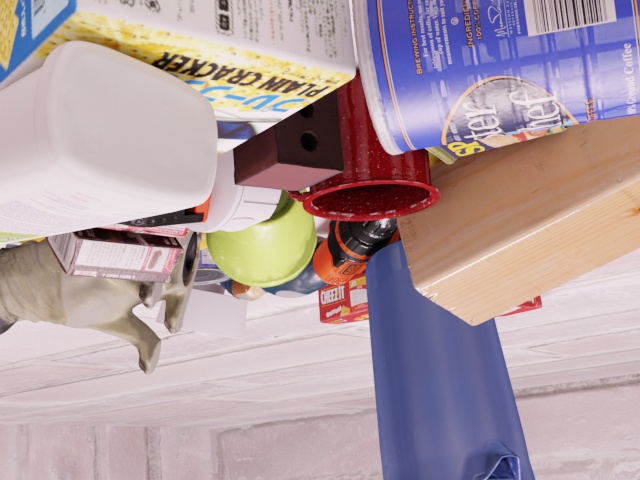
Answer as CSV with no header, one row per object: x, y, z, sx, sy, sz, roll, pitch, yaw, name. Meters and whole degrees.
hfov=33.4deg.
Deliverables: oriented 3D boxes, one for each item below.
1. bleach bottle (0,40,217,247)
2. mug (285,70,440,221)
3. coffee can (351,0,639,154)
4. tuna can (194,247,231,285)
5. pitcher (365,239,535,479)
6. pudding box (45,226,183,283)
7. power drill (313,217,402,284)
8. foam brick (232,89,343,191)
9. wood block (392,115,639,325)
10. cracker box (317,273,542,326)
-0.172,-0.032,0.571,0.251,0.068,0.102,-12,160,41,bleach bottle
0.022,-0.062,0.733,0.117,0.081,0.093,-14,163,35,mug
0.096,-0.104,0.539,0.140,0.103,0.102,-8,166,15,coffee can
-0.133,0.024,1.137,0.086,0.034,0.086,-3,166,-1,tuna can
0.103,0.127,0.967,0.149,0.243,0.145,-16,154,18,pitcher
-0.171,-0.014,0.837,0.089,0.114,0.039,6,122,-36,pudding box
0.100,-0.003,1.049,0.187,0.057,0.185,2,161,-17,power drill
-0.023,-0.076,0.677,0.052,0.078,0.051,4,164,-36,foam brick
0.164,-0.031,0.742,0.206,0.090,0.090,-29,144,25,wood block
0.128,0.058,1.270,0.213,0.072,0.164,5,164,-35,cracker box
